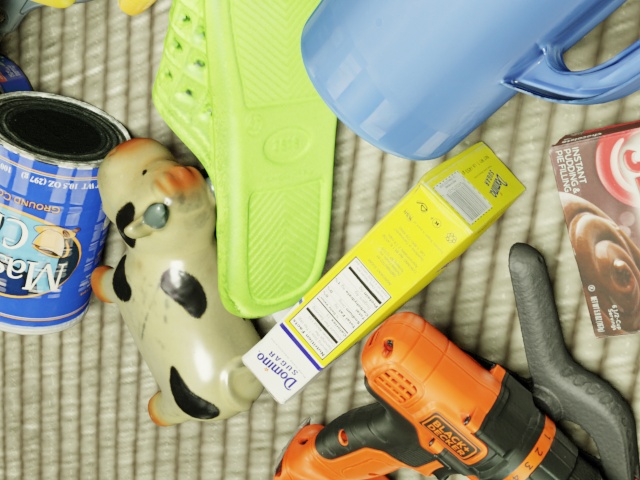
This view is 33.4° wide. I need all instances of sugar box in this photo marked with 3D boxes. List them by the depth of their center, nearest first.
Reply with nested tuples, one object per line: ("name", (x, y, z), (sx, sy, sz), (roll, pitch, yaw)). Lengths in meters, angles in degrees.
("sugar box", (0.036, 0.022, 0.636), (0.048, 0.093, 0.176), (47, 124, 8))

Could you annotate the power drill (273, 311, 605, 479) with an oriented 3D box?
("power drill", (0.069, 0.141, 0.651), (0.184, 0.057, 0.188), (42, 136, -4))

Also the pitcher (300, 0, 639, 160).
("pitcher", (0.102, -0.141, 0.519), (0.145, 0.149, 0.243), (34, 128, -14))

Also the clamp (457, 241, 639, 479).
("clamp", (0.123, 0.093, 0.643), (0.120, 0.039, 0.171), (-31, 92, 45))

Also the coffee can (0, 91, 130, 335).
("coffee can", (-0.199, -0.019, 0.752), (0.103, 0.102, 0.140), (31, 119, 18))
